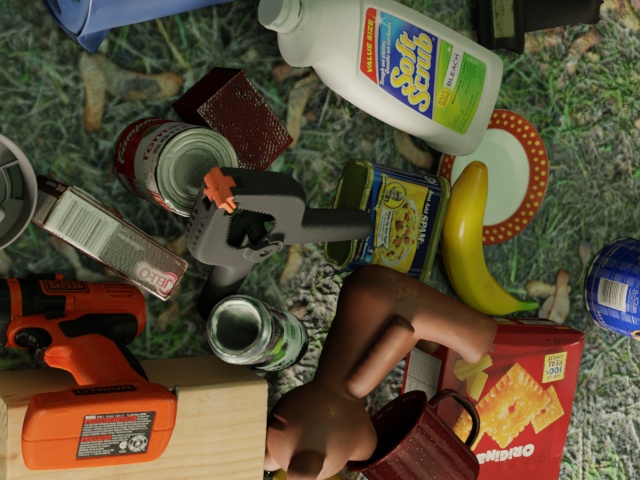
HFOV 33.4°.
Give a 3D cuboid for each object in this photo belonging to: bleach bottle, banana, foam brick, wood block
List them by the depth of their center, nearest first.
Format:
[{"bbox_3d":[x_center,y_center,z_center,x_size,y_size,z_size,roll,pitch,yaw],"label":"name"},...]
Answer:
[{"bbox_3d":[-0.154,0.150,0.845,0.205,0.091,0.090,-2,101,-28],"label":"wood block"},{"bbox_3d":[-0.070,-0.095,0.865,0.053,0.051,0.078,-44,117,-15],"label":"foam brick"},{"bbox_3d":[0.047,-0.144,0.872,0.250,0.068,0.102,12,98,-45],"label":"bleach bottle"},{"bbox_3d":[0.145,0.011,0.991,0.069,0.037,0.197,-34,131,-7],"label":"banana"}]

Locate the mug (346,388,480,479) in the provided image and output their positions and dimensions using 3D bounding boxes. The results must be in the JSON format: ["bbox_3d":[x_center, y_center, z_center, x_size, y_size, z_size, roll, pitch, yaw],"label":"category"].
[{"bbox_3d":[0.091,0.182,0.925,0.117,0.093,0.081,-46,101,-11],"label":"mug"}]

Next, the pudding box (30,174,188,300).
[{"bbox_3d":[-0.166,-0.003,0.809,0.113,0.090,0.039,37,80,-28],"label":"pudding box"}]

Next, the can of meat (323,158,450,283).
[{"bbox_3d":[0.057,-0.017,0.946,0.083,0.058,0.102,12,93,-27],"label":"can of meat"}]

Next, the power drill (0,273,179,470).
[{"bbox_3d":[-0.193,0.084,0.758,0.184,0.188,0.057,0,118,-29],"label":"power drill"}]

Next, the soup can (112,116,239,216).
[{"bbox_3d":[-0.112,-0.058,0.820,0.068,0.102,0.068,-6,103,-27],"label":"soup can"}]

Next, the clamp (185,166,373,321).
[{"bbox_3d":[-0.055,0.001,0.817,0.164,0.036,0.209,-33,158,8],"label":"clamp"}]

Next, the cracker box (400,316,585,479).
[{"bbox_3d":[0.158,0.182,1.030,0.163,0.072,0.214,4,98,-28],"label":"cracker box"}]
